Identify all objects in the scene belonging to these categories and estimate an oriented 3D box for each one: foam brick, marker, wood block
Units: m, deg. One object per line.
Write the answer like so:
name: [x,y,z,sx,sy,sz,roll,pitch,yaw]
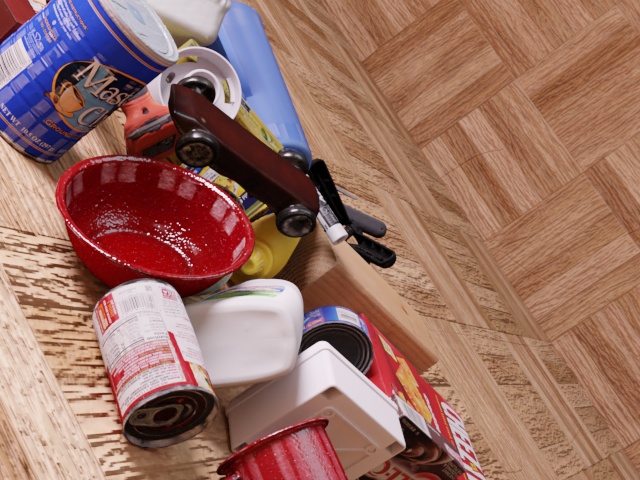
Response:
foam brick: [-0.282,-0.193,0.925,0.078,0.053,0.051,57,14,15]
marker: [-0.010,-0.048,1.127,0.121,0.020,0.020,57,14,17]
wood block: [0.036,0.082,1.231,0.206,0.090,0.091,44,16,-34]

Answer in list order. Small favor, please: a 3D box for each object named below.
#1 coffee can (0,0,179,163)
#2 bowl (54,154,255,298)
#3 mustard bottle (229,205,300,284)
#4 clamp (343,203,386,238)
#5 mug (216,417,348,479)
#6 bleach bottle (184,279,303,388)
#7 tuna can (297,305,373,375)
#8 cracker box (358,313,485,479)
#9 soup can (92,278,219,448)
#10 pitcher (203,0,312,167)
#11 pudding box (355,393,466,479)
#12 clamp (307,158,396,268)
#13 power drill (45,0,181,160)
coffee can: [-0.203,-0.146,0.881,0.102,0.140,0.103,49,15,-18]
bowl: [-0.136,-0.001,0.851,0.162,0.055,0.162,17,31,-11]
mustard bottle: [-0.058,0.001,1.101,0.058,0.096,0.191,52,14,-8]
clamp: [0.012,-0.045,1.469,0.171,0.120,0.039,30,71,-51]
mug: [-0.028,0.190,0.785,0.117,0.093,0.081,-10,65,-40]
bleach bottle: [-0.066,0.069,0.933,0.251,0.102,0.068,-94,179,-86]
tuna can: [0.009,0.109,1.084,0.086,0.086,0.034,46,15,-28]
cracker box: [0.095,0.204,1.166,0.213,0.072,0.164,46,16,-31]
soup can: [-0.119,0.086,0.755,0.068,0.068,0.102,37,21,-50]
pitcher: [-0.102,-0.178,1.326,0.149,0.145,0.243,4,49,-38]
pudding box: [0.074,0.211,1.042,0.113,0.090,0.039,45,15,-29]
clamp: [0.028,-0.017,1.383,0.164,0.036,0.210,55,-12,6]
power drill: [-0.203,-0.162,1.030,0.187,0.057,0.184,59,-12,1]
